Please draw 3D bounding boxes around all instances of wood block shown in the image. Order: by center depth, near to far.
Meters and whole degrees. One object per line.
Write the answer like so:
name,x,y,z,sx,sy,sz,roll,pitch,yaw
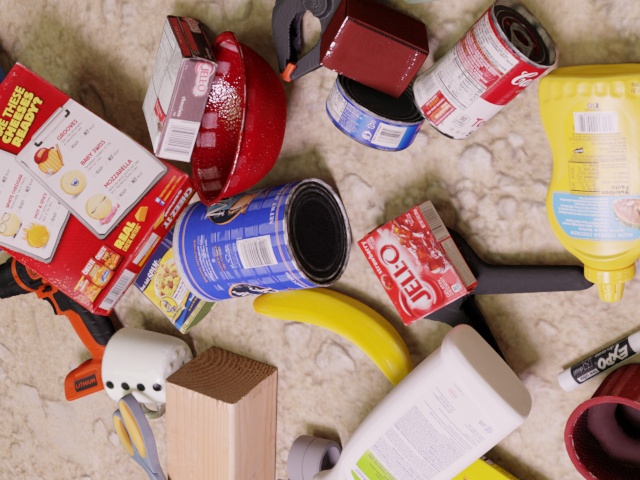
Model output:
wood block,-0.108,0.234,1.169,0.091,0.090,0.206,15,117,26

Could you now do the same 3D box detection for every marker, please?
marker,0.255,0.097,0.915,0.121,0.020,0.020,-38,87,38

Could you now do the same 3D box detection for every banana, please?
banana,0.020,0.088,1.045,0.198,0.037,0.069,33,95,25

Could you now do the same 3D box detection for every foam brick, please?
foam brick,0.045,-0.166,0.901,0.078,0.053,0.051,22,126,-14

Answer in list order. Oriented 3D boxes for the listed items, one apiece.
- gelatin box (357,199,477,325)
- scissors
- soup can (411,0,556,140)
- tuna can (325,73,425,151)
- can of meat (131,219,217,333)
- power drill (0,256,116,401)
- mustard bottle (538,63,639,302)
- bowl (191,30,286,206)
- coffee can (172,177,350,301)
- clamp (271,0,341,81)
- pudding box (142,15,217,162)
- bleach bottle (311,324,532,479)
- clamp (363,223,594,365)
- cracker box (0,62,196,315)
gelatin box,0.085,0.021,0.943,0.073,0.030,0.089,-33,84,35
scissors,-0.184,0.262,1.171,0.096,0.016,0.202,-9,102,60
soup can,0.131,-0.137,0.867,0.068,0.068,0.102,52,128,4
tuna can,0.048,-0.115,0.919,0.086,0.086,0.034,37,127,15
can of meat,-0.144,0.037,1.129,0.084,0.057,0.102,43,127,8
power drill,-0.302,0.092,1.256,0.185,0.057,0.187,-21,98,37
mustard bottle,0.228,-0.042,0.849,0.096,0.058,0.191,3,111,28
bowl,-0.073,-0.110,0.991,0.162,0.055,0.162,-175,90,-67
coffee can,-0.057,0.001,1.027,0.141,0.102,0.103,-10,104,36
clamp,0.012,-0.212,0.933,0.120,0.039,0.172,29,124,23
pudding box,-0.137,-0.147,1.030,0.090,0.039,0.114,-113,38,-48
bleach bottle,0.069,0.189,0.973,0.102,0.068,0.251,48,116,2
clamp,0.134,0.040,0.959,0.210,0.036,0.165,38,126,15
cracker box,-0.255,-0.050,1.068,0.214,0.072,0.164,33,86,9
